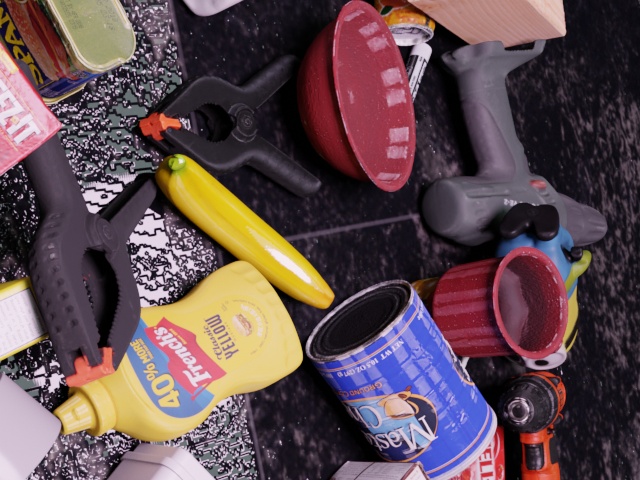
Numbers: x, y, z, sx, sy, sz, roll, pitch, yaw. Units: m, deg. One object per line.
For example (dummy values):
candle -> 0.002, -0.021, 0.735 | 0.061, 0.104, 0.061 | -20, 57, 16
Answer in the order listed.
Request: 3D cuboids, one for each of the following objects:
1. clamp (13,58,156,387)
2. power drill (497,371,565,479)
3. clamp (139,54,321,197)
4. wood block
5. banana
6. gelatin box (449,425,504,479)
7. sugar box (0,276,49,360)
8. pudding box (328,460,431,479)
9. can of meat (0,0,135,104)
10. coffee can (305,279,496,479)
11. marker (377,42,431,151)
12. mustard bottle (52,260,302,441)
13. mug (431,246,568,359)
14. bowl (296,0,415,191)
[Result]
clamp -> -0.157, -0.008, 0.685 | 0.164, 0.036, 0.210 | 49, 25, -44
power drill -> 0.194, 0.212, 0.959 | 0.184, 0.057, 0.187 | 8, 81, -70
clamp -> -0.064, -0.082, 0.852 | 0.171, 0.039, 0.120 | -18, 89, -42
wood block -> 0.152, -0.242, 0.969 | 0.205, 0.091, 0.090 | 6, 79, -64
banana -> -0.066, -0.009, 0.822 | 0.037, 0.070, 0.197 | -47, 127, 2
gelatin box -> 0.134, 0.211, 0.969 | 0.073, 0.030, 0.089 | 10, 77, -38
sugar box -> -0.256, 0.076, 0.633 | 0.175, 0.094, 0.048 | -25, 98, -39
pudding box -> 0.025, 0.221, 0.840 | 0.113, 0.090, 0.039 | -41, 108, -36
can of meat -> -0.182, -0.154, 0.737 | 0.057, 0.084, 0.102 | -36, 106, -37
coffee can -> 0.067, 0.118, 0.883 | 0.102, 0.103, 0.140 | -46, 111, -34
marker -> 0.077, -0.131, 0.987 | 0.020, 0.020, 0.121 | 35, 62, -30
mustard bottle -> -0.108, 0.090, 0.772 | 0.191, 0.058, 0.096 | -26, 84, -38
mug -> 0.157, 0.063, 0.909 | 0.117, 0.082, 0.093 | 37, 61, -28
bowl -> 0.025, -0.116, 0.898 | 0.162, 0.055, 0.162 | 32, 54, -57
